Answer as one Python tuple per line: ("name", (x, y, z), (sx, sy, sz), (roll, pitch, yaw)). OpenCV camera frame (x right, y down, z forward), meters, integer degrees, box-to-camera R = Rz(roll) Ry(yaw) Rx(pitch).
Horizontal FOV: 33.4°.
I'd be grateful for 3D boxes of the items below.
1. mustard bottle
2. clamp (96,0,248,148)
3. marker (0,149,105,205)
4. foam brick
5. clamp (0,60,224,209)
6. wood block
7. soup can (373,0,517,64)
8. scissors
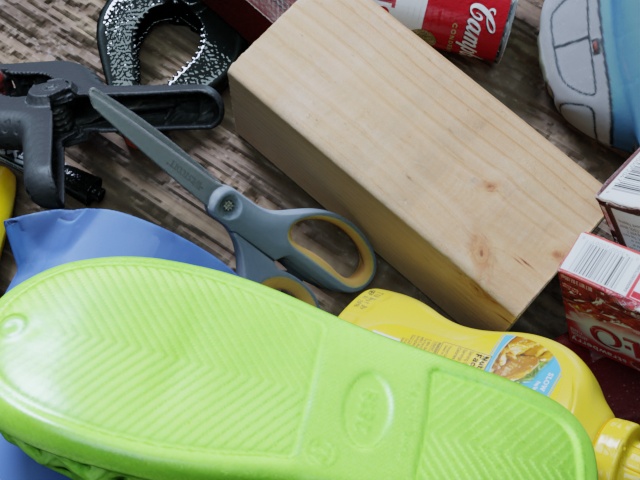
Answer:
("mustard bottle", (0.085, 0.090, 0.543), (0.192, 0.058, 0.096), (15, 62, 35))
("clamp", (-0.072, -0.154, 0.673), (0.164, 0.036, 0.210), (12, 75, 1))
("marker", (-0.184, -0.053, 0.647), (0.121, 0.020, 0.020), (27, 74, 7))
("foam brick", (-0.041, -0.159, 0.633), (0.078, 0.051, 0.053), (42, 76, -2))
("clamp", (-0.151, -0.065, 0.596), (0.172, 0.039, 0.120), (14, 33, 36))
("wood block", (0.053, -0.045, 0.612), (0.206, 0.091, 0.090), (41, 76, 11))
("soup can", (0.069, -0.154, 0.659), (0.102, 0.068, 0.068), (14, 72, 4))
("scissors", (-0.054, 0.001, 0.577), (0.201, 0.016, 0.096), (22, 91, -34))
